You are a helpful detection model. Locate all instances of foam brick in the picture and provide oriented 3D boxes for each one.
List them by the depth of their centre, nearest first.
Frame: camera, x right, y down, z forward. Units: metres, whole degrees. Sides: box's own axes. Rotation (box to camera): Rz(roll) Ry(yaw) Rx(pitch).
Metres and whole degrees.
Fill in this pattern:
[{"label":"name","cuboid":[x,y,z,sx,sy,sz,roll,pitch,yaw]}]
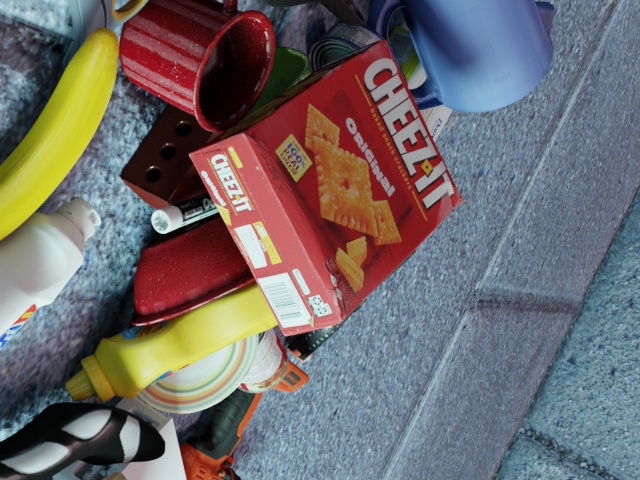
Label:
[{"label":"foam brick","cuboid":[-0.113,-0.062,0.860,0.078,0.053,0.051,-59,156,-10]}]

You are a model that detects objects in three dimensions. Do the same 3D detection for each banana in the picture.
[{"label":"banana","cuboid":[-0.194,-0.053,0.701,0.197,0.037,0.069,-48,160,-12]}]

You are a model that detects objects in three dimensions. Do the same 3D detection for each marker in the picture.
[{"label":"marker","cuboid":[-0.089,-0.029,0.851,0.120,0.020,0.020,-26,138,-54]}]

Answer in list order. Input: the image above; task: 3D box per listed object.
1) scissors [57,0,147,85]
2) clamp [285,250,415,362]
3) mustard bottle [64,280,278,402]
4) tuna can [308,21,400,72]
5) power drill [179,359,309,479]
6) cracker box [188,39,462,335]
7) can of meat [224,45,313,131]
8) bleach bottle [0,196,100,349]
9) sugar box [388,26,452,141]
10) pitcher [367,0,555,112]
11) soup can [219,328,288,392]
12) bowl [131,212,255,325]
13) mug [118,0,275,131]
[{"label":"scissors","cuboid":[-0.169,-0.135,0.714,0.201,0.016,0.096,-57,153,-5]},{"label":"clamp","cuboid":[0.039,0.058,1.274,0.210,0.036,0.164,-48,-176,15]},{"label":"mustard bottle","cuboid":[-0.130,0.088,0.927,0.191,0.058,0.096,-26,-173,-13]},{"label":"tuna can","cuboid":[0.033,-0.164,1.006,0.033,0.086,0.086,-50,154,-29]},{"label":"power drill","cuboid":[-0.089,0.212,1.200,0.187,0.057,0.184,-58,156,-10]},{"label":"cracker box","cuboid":[0.014,-0.049,0.865,0.213,0.072,0.164,-41,109,-45]},{"label":"can of meat","cuboid":[-0.043,-0.110,0.948,0.102,0.057,0.084,-52,152,-23]},{"label":"bleach bottle","cuboid":[-0.237,0.059,0.705,0.250,0.068,0.103,-50,180,-29]},{"label":"sugar box","cuboid":[0.098,-0.156,1.200,0.093,0.048,0.176,-60,159,-9]},{"label":"pitcher","cuboid":[0.122,-0.240,1.017,0.242,0.145,0.149,55,46,-46]},{"label":"soup can","cuboid":[-0.077,0.108,1.100,0.068,0.069,0.102,-54,155,-17]},{"label":"bowl","cuboid":[-0.097,0.012,0.905,0.161,0.162,0.055,-33,102,-48]},{"label":"mug","cuboid":[-0.090,-0.148,0.776,0.093,0.082,0.117,-33,144,-48]}]
